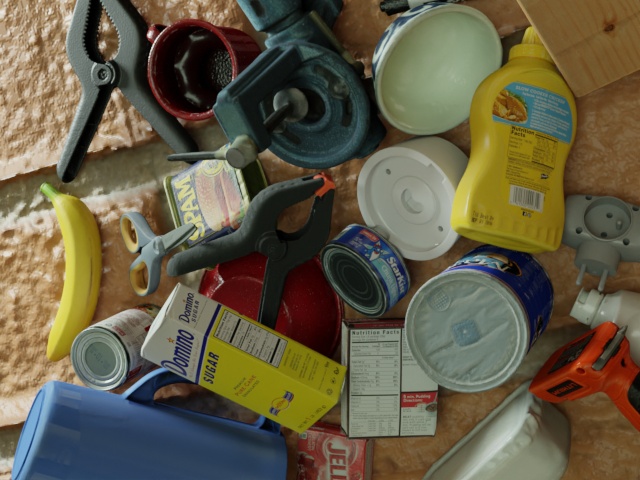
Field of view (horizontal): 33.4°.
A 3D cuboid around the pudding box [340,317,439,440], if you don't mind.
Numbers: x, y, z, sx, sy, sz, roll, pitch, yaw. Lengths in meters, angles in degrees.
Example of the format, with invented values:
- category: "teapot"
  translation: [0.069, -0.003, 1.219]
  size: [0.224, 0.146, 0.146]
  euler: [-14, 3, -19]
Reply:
- category: "pudding box"
  translation: [0.066, 0.129, 1.006]
  size: [0.090, 0.039, 0.113]
  euler: [0, 98, -6]

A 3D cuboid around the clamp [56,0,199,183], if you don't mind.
- category: "clamp"
  translation: [-0.218, -0.161, 1.084]
  size: [0.165, 0.036, 0.210]
  euler: [-14, 92, 22]

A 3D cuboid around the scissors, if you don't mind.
- category: "scissors"
  translation: [-0.163, -0.009, 1.045]
  size: [0.096, 0.016, 0.202]
  euler: [67, 150, 17]

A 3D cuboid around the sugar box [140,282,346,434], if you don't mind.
- category: "sugar box"
  translation: [-0.073, 0.112, 0.987]
  size: [0.176, 0.048, 0.093]
  euler: [25, 143, -10]

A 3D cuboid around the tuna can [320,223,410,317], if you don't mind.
- category: "tuna can"
  translation: [0.041, 0.029, 0.993]
  size: [0.086, 0.033, 0.086]
  euler: [36, 148, 27]

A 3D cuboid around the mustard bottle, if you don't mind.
- category: "mustard bottle"
  translation: [0.171, -0.091, 0.913]
  size: [0.096, 0.058, 0.191]
  euler: [14, 80, -19]

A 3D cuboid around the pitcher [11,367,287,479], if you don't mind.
- category: "pitcher"
  translation: [-0.159, 0.205, 1.021]
  size: [0.242, 0.149, 0.145]
  euler: [19, 133, -18]

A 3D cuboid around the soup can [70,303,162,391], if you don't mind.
- category: "soup can"
  translation: [-0.199, 0.108, 1.088]
  size: [0.069, 0.102, 0.068]
  euler: [4, 101, 20]

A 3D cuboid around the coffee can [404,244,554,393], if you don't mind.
- category: "coffee can"
  translation: [0.142, 0.064, 0.928]
  size: [0.103, 0.140, 0.103]
  euler: [4, 100, 20]

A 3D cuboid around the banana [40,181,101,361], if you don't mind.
- category: "banana"
  translation: [-0.264, 0.038, 1.139]
  size: [0.070, 0.037, 0.198]
  euler: [9, 102, 37]

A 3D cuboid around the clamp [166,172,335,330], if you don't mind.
- category: "clamp"
  translation: [-0.056, 0.001, 0.976]
  size: [0.120, 0.039, 0.171]
  euler: [29, 101, -23]

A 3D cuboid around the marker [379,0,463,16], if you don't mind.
- category: "marker"
  translation: [0.111, -0.220, 0.956]
  size: [0.121, 0.020, 0.020]
  euler: [-6, 97, 22]

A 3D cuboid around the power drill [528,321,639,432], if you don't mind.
- category: "power drill"
  translation: [0.269, 0.161, 0.892]
  size: [0.187, 0.057, 0.185]
  euler: [40, 151, 3]

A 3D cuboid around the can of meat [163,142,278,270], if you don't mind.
- category: "can of meat"
  translation: [-0.095, -0.035, 1.035]
  size: [0.084, 0.057, 0.102]
  euler: [-28, 63, 20]

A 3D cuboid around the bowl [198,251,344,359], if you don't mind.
- category: "bowl"
  translation: [-0.061, 0.074, 1.055]
  size: [0.162, 0.055, 0.162]
  euler: [4, 101, 21]

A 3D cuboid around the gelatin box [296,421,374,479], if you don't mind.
- category: "gelatin box"
  translation: [0.013, 0.229, 1.066]
  size: [0.073, 0.030, 0.089]
  euler: [7, 102, 20]

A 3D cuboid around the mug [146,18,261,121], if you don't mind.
- category: "mug"
  translation: [-0.114, -0.169, 1.018]
  size: [0.117, 0.081, 0.093]
  euler: [35, 109, 12]
